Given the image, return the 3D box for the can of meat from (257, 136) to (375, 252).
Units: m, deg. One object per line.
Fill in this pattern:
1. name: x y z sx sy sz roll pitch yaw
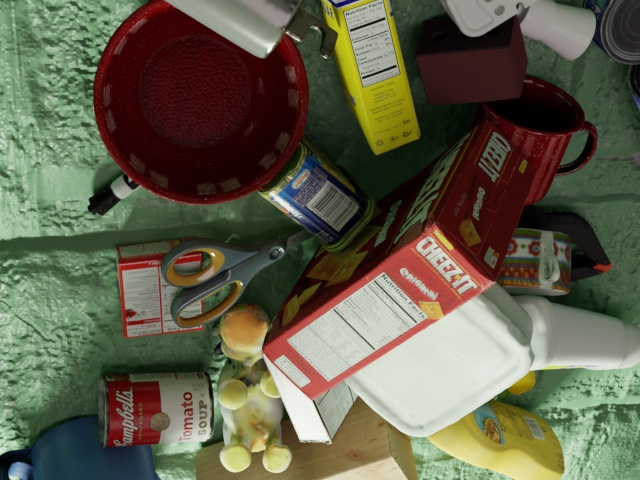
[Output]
1. can of meat: -0.014 -0.049 0.876 0.057 0.102 0.083 -47 122 7

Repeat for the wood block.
1. wood block: -0.014 0.237 1.076 0.206 0.090 0.090 -21 130 11

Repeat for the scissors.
1. scissors: -0.056 0.001 0.933 0.202 0.016 0.096 -38 133 -1

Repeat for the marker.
1. marker: -0.144 -0.059 0.883 0.121 0.020 0.020 -35 128 11

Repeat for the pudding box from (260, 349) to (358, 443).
1. pudding box: -0.003 0.114 0.972 0.039 0.090 0.113 -2 125 34

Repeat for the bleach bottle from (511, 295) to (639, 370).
1. bleach bottle: 0.253 0.098 1.048 0.250 0.068 0.103 9 168 -43

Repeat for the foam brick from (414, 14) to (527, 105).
1. foam brick: 0.122 -0.146 0.856 0.078 0.053 0.051 -3 132 20

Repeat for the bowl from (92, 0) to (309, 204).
1. bowl: -0.093 -0.111 0.817 0.162 0.055 0.162 -3 105 -12

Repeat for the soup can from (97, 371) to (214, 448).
1. soup can: -0.157 0.160 1.012 0.102 0.068 0.068 0 126 -17

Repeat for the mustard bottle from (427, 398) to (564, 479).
1. mustard bottle: 0.165 0.197 1.114 0.191 0.096 0.058 24 117 -30

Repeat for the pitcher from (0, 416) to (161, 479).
1. pitcher: -0.207 0.284 0.977 0.149 0.243 0.145 -21 126 -8

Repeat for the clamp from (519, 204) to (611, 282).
1. clamp: 0.196 0.008 1.021 0.171 0.039 0.120 24 123 -22

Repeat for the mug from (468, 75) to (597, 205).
1. mug: 0.179 -0.083 0.914 0.117 0.093 0.082 4 129 -13

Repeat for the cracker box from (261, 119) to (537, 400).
1. cracker box: 0.061 0.015 0.863 0.072 0.164 0.214 44 129 -10

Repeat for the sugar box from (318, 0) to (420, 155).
1. sugar box: 0.028 -0.162 0.809 0.048 0.093 0.176 -22 128 -1

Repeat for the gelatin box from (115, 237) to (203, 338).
1. gelatin box: -0.143 0.043 0.953 0.073 0.030 0.089 -7 127 -13
